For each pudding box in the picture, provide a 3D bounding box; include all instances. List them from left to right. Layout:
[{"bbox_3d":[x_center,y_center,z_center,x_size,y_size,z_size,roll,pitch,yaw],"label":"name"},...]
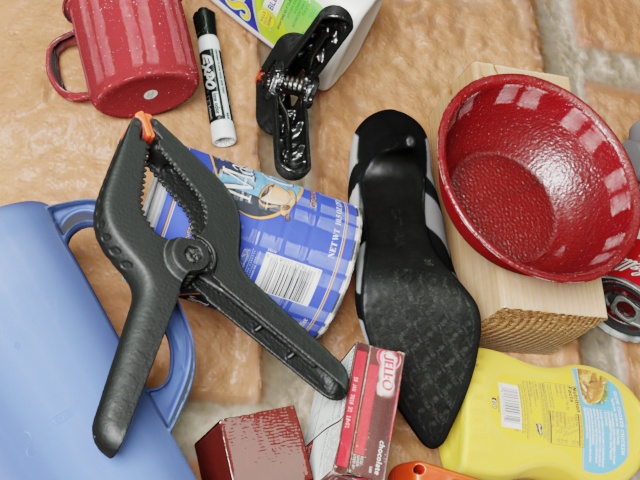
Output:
[{"bbox_3d":[0.017,0.128,0.704,0.039,0.114,0.090,18,62,-9],"label":"pudding box"}]

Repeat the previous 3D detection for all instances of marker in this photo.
[{"bbox_3d":[-0.084,-0.131,0.839,0.020,0.020,0.121,-3,68,-22],"label":"marker"}]

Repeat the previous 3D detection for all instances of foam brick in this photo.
[{"bbox_3d":[-0.045,0.144,0.695,0.052,0.078,0.051,-6,71,-23],"label":"foam brick"}]

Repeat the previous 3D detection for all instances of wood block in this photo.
[{"bbox_3d":[0.149,-0.024,0.837,0.090,0.090,0.206,6,64,-18],"label":"wood block"}]

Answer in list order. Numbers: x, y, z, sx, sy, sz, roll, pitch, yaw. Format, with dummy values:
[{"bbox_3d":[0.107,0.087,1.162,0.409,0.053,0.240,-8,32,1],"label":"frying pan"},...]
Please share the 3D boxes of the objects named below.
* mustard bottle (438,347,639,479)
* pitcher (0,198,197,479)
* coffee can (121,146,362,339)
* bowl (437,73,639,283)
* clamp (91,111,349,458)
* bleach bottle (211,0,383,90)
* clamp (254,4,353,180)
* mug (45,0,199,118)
[{"bbox_3d":[0.183,0.139,0.793,0.191,0.058,0.096,10,58,-16],"label":"mustard bottle"},{"bbox_3d":[-0.155,0.101,0.644,0.243,0.149,0.144,57,33,6],"label":"pitcher"},{"bbox_3d":[-0.055,0.001,0.741,0.140,0.103,0.102,19,62,-12],"label":"coffee can"},{"bbox_3d":[0.143,-0.035,0.752,0.162,0.055,0.162,10,63,-19],"label":"bowl"},{"bbox_3d":[-0.088,0.022,0.634,0.164,0.036,0.210,-16,74,-37],"label":"clamp"},{"bbox_3d":[-0.074,-0.229,0.854,0.251,0.103,0.068,34,51,4],"label":"bleach bottle"},{"bbox_3d":[-0.017,-0.121,0.779,0.039,0.171,0.120,20,105,-20],"label":"clamp"},{"bbox_3d":[-0.148,-0.139,0.787,0.117,0.093,0.081,-17,76,6],"label":"mug"}]
